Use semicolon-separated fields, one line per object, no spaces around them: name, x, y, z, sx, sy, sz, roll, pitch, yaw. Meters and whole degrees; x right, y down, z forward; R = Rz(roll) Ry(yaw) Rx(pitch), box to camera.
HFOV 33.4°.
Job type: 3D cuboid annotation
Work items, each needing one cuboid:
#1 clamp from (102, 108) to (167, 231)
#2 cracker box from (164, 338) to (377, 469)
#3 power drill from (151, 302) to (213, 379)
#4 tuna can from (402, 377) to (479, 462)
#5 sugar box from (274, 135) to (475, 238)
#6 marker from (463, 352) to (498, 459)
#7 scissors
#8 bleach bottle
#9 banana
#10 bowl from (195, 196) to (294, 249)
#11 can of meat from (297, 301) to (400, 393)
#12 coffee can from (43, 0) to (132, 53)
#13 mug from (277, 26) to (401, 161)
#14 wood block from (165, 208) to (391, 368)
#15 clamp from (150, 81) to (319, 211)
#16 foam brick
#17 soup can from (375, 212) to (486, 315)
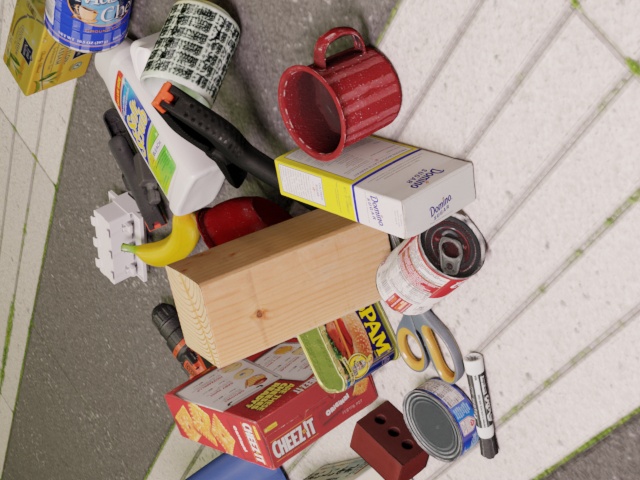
clamp;-0.245;-0.085;1.410;0.120;0.039;0.171;-106;-7;-69
cracker box;-0.062;0.187;1.272;0.214;0.164;0.072;4;118;54
power drill;-0.163;0.121;1.469;0.184;0.057;0.188;46;148;18
tuna can;0.128;0.189;1.127;0.086;0.033;0.086;34;139;36
sugar box;0.048;-0.056;0.997;0.176;0.093;0.048;25;134;44
marker;0.163;0.169;1.077;0.020;0.020;0.121;16;127;49
scissors;0.086;0.060;1.106;0.096;0.016;0.202;-27;91;58
bleach bottle;-0.211;-0.158;1.319;0.251;0.068;0.103;54;146;16
banana;-0.201;0.001;1.427;0.198;0.069;0.037;-29;51;52
bowl;-0.058;0.001;1.176;0.055;0.161;0.162;-48;69;17
can of meat;0.027;0.104;1.159;0.058;0.083;0.102;-16;100;58
coffee can;-0.268;-0.304;1.246;0.103;0.102;0.140;49;146;19
mug;0.019;-0.141;0.984;0.093;0.081;0.117;28;135;42
wood block;-0.036;0.039;1.070;0.090;0.205;0.091;22;129;59
clamp;-0.093;-0.097;1.137;0.165;0.036;0.209;19;165;41
foam brick;0.080;0.232;1.211;0.078;0.052;0.051;39;142;30
soup can;0.101;0.024;1.007;0.068;0.068;0.102;56;148;9
